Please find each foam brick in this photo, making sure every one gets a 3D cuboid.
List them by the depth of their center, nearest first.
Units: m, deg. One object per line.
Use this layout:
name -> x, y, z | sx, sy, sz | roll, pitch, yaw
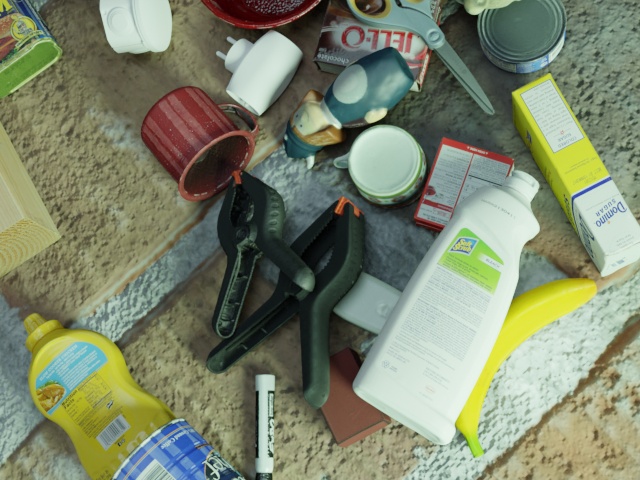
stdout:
foam brick -> 0.025, 0.147, 1.000 | 0.051, 0.053, 0.078 | -28, 73, 5

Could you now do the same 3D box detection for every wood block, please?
wood block -> -0.368, -0.073, 1.113 | 0.091, 0.090, 0.206 | -33, 73, 3

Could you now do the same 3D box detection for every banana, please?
banana -> 0.174, 0.102, 0.989 | 0.069, 0.037, 0.198 | 36, 88, -1

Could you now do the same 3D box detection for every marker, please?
marker -> -0.054, 0.190, 1.024 | 0.020, 0.020, 0.121 | -2, 77, 11

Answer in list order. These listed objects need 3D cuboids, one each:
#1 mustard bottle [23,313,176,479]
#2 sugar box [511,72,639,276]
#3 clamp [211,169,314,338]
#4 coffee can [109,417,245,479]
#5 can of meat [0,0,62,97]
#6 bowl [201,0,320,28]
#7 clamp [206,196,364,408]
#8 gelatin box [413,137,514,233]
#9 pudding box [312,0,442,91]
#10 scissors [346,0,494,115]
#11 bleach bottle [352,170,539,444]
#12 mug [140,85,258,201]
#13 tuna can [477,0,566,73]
mustard bottle -> -0.231, 0.145, 1.051 | 0.096, 0.058, 0.192 | -44, 73, 1
sugar box -> 0.234, -0.058, 0.980 | 0.048, 0.093, 0.176 | -25, 73, 6
clamp -> -0.057, 0.001, 1.030 | 0.120, 0.039, 0.171 | -18, 60, 28
coffee can -> -0.113, 0.248, 0.980 | 0.140, 0.102, 0.103 | 41, 88, 17
can of meat -> -0.343, -0.215, 1.157 | 0.102, 0.057, 0.084 | -35, 75, 2
bowl -> -0.052, -0.286, 1.111 | 0.162, 0.055, 0.162 | -3, 77, 11
clamp -> -0.022, 0.054, 1.022 | 0.165, 0.036, 0.210 | 1, 61, 44
gelatin box -> 0.139, -0.046, 1.031 | 0.073, 0.030, 0.089 | 19, 82, 14
pudding box -> 0.058, -0.207, 1.079 | 0.113, 0.039, 0.090 | 13, 80, 14
scissors -> 0.090, -0.196, 1.042 | 0.096, 0.016, 0.202 | -20, 75, 5
bleach bottle -> 0.132, 0.050, 0.959 | 0.102, 0.068, 0.250 | 31, 77, 7
mug -> -0.117, -0.105, 1.075 | 0.117, 0.093, 0.081 | -30, 65, -27
tuna can -> 0.199, -0.209, 1.052 | 0.086, 0.033, 0.086 | -3, 77, 11
